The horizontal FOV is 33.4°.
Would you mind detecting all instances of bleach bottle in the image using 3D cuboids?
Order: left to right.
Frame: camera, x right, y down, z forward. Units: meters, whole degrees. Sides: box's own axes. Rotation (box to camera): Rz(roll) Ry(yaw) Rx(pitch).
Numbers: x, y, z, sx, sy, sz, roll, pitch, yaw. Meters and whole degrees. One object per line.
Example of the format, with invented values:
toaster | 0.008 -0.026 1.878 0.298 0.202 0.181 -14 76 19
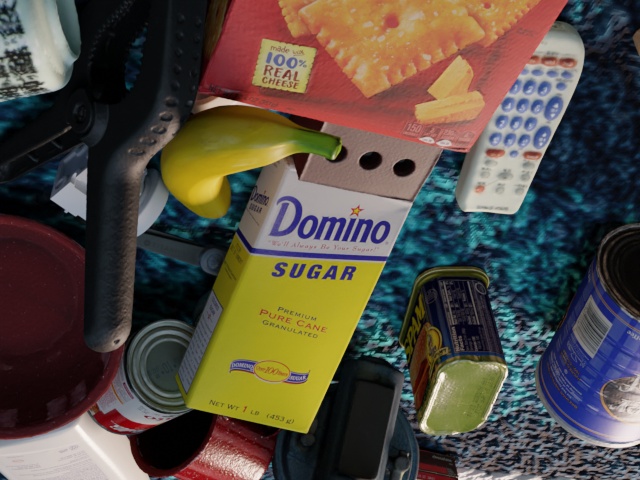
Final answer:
bleach bottle | -0.202 0.197 0.892 0.102 0.068 0.251 -10 141 4

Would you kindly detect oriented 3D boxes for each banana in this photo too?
banana | -0.058 -0.042 0.604 0.069 0.037 0.198 33 163 -16

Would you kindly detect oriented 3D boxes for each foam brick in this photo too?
foam brick | 0.026 -0.064 0.638 0.078 0.051 0.053 10 135 -18

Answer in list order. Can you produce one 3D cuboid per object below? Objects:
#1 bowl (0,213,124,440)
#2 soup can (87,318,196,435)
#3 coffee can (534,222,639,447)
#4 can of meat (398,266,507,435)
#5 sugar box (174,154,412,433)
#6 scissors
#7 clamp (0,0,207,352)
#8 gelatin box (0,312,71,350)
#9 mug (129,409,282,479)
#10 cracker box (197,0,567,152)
bowl | -0.208 0.048 0.702 0.162 0.055 0.162 -2 113 -5
soup can | -0.123 0.098 0.762 0.068 0.068 0.102 15 156 -24
coffee can | 0.228 0.071 0.783 0.102 0.103 0.140 2 137 -11
can of meat | 0.098 0.084 0.791 0.057 0.084 0.102 0 138 -9
sugar box | -0.019 0.034 0.694 0.093 0.048 0.176 16 108 -25
scissors | -0.055 0.001 0.720 0.201 0.016 0.096 34 96 -16
clamp | -0.123 -0.068 0.583 0.036 0.165 0.210 0 122 -48
gelatin box | -0.220 0.074 0.774 0.089 0.030 0.073 -3 137 -5
mug | -0.079 0.146 0.831 0.117 0.093 0.081 -24 141 28
cracker box | 0.046 -0.151 0.528 0.164 0.072 0.214 11 135 -19
